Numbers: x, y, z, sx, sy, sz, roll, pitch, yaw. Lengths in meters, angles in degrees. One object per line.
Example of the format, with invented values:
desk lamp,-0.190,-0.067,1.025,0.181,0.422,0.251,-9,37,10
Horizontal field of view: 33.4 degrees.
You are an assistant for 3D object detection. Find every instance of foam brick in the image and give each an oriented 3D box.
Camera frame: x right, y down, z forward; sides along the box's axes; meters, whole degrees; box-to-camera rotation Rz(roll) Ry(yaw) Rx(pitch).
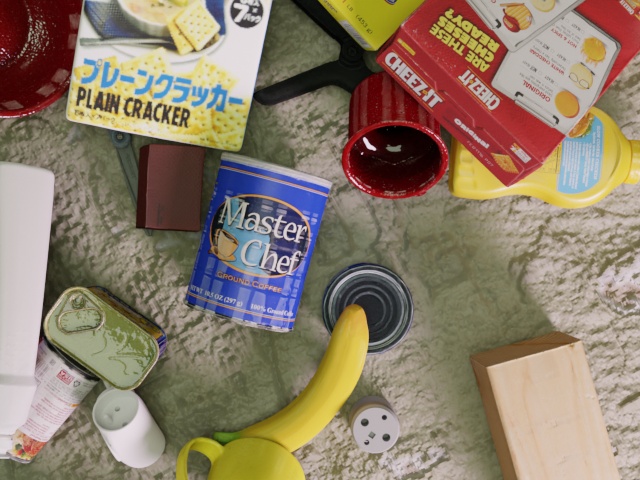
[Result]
foam brick,-0.138,-0.048,0.976,0.053,0.051,0.078,4,90,-19

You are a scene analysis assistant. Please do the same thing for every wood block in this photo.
wood block,0.212,0.196,0.967,0.090,0.091,0.206,-16,91,-1

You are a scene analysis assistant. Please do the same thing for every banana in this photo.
banana,-0.011,0.141,0.973,0.069,0.037,0.198,33,111,-32

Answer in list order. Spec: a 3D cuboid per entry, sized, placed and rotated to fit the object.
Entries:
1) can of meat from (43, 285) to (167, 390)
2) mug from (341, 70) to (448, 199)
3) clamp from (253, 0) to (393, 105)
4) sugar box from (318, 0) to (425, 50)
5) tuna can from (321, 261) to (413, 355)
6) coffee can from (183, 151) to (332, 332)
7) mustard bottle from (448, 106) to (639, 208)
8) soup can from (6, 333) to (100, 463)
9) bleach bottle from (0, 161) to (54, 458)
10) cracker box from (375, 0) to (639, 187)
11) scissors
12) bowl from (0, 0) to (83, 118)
can of meat,-0.191,0.085,0.969,0.102,0.084,0.057,36,91,-1
mug,0.071,-0.090,0.960,0.093,0.081,0.117,-18,133,21
clamp,0.020,-0.165,0.987,0.171,0.039,0.120,19,99,-2
sugar box,0.075,-0.261,0.942,0.176,0.048,0.093,-45,107,-2
tuna can,0.044,0.063,0.993,0.086,0.034,0.086,0,91,0
coffee can,-0.056,0.001,0.958,0.103,0.103,0.140,15,91,0
mustard bottle,0.217,-0.079,0.978,0.191,0.058,0.096,6,81,0
soup can,-0.259,0.143,0.978,0.068,0.068,0.102,41,91,-1
bleach bottle,-0.283,0.063,0.935,0.067,0.103,0.251,9,76,-38
cracker box,0.176,-0.176,0.931,0.164,0.072,0.213,44,64,0
scissors,-0.174,-0.113,0.999,0.096,0.016,0.202,-32,91,1
bowl,-0.288,-0.191,0.945,0.161,0.055,0.162,-11,109,-36
